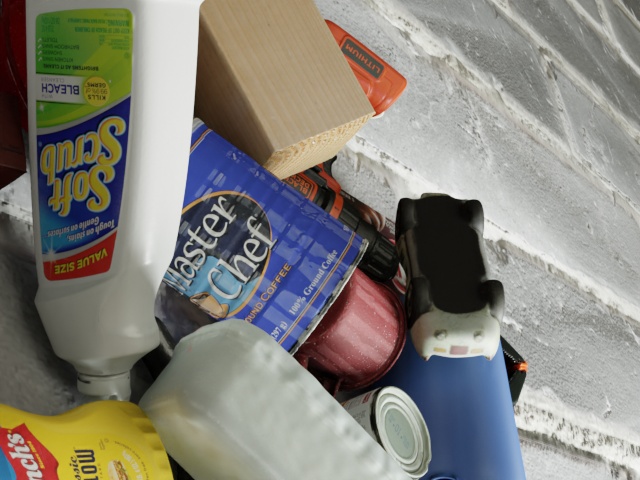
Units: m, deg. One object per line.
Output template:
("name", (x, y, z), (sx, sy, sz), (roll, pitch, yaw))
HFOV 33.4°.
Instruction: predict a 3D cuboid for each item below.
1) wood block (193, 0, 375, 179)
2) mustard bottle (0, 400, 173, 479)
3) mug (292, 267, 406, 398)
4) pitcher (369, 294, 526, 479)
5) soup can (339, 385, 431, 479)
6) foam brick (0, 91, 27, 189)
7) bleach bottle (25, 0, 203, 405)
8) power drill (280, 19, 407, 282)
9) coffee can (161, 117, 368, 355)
("wood block", (-0.060, -0.149, 0.772), (0.090, 0.090, 0.206), (-25, 83, -27))
("mustard bottle", (-0.156, 0.127, 0.530), (0.191, 0.058, 0.096), (13, 56, -54))
("mug", (0.003, 0.067, 0.797), (0.081, 0.093, 0.117), (42, 58, -50))
("pitcher", (0.097, 0.165, 0.855), (0.144, 0.149, 0.242), (30, 38, -23))
("soup can", (0.018, 0.149, 0.746), (0.068, 0.102, 0.068), (37, 39, -37))
("foam brick", (-0.212, -0.058, 0.596), (0.078, 0.051, 0.053), (17, 54, -52))
("bleach bottle", (-0.117, -0.028, 0.611), (0.068, 0.103, 0.251), (-16, 109, -64))
("power drill", (0.010, -0.076, 0.875), (0.184, 0.057, 0.187), (35, 53, -19))
("coffee can", (-0.055, 0.001, 0.703), (0.140, 0.103, 0.102), (35, 33, -3))
